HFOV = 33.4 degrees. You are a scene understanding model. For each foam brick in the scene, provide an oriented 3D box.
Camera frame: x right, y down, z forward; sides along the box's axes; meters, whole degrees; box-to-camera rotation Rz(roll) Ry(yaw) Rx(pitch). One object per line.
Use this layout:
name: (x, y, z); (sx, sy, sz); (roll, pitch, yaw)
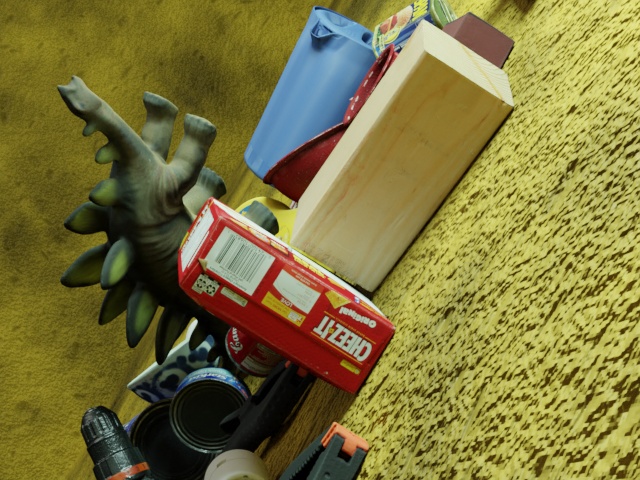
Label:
foam brick: (0.134, -0.170, 0.980); (0.051, 0.053, 0.078); (-60, 9, -2)

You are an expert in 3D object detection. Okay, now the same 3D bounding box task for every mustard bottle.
mustard bottle: (-0.058, 0.001, 1.186); (0.192, 0.058, 0.096); (15, 89, 51)

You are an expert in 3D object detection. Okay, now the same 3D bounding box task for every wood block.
wood block: (0.067, -0.071, 0.919); (0.206, 0.090, 0.090); (-55, 11, 25)

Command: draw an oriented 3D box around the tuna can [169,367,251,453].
tuna can: (-0.113, 0.176, 1.111); (0.086, 0.086, 0.033); (-57, 9, 16)

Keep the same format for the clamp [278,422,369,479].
clamp: (-0.038, 0.215, 0.758); (0.210, 0.036, 0.164); (-57, 10, 5)

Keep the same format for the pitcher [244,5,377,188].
pitcher: (0.001, -0.187, 1.475); (0.243, 0.149, 0.145); (-59, 16, 20)

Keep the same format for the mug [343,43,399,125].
mug: (0.083, -0.134, 1.046); (0.093, 0.081, 0.117); (-61, 10, -7)

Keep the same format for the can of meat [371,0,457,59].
can of meat: (0.107, -0.228, 1.189); (0.084, 0.057, 0.102); (-29, 22, 22)

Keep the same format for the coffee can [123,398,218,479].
coffee can: (-0.183, 0.243, 1.218); (0.102, 0.102, 0.140); (-65, 11, -26)

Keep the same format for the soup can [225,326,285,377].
soup can: (-0.045, 0.086, 1.089); (0.102, 0.068, 0.068); (-50, 13, 40)

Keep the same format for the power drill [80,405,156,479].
power drill: (-0.209, 0.276, 1.116); (0.057, 0.184, 0.188); (-20, -16, -24)

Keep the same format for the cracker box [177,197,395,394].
cracker box: (-0.039, 0.040, 0.907); (0.072, 0.164, 0.214); (-57, 10, 1)

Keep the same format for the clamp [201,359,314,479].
clamp: (-0.059, 0.165, 1.015); (0.172, 0.039, 0.120); (-50, 17, 19)

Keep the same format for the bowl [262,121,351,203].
bowl: (0.020, -0.081, 1.168); (0.162, 0.055, 0.162); (-29, -6, -4)
